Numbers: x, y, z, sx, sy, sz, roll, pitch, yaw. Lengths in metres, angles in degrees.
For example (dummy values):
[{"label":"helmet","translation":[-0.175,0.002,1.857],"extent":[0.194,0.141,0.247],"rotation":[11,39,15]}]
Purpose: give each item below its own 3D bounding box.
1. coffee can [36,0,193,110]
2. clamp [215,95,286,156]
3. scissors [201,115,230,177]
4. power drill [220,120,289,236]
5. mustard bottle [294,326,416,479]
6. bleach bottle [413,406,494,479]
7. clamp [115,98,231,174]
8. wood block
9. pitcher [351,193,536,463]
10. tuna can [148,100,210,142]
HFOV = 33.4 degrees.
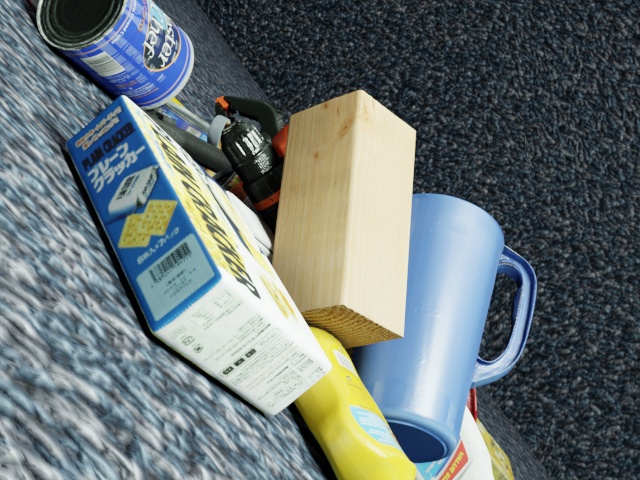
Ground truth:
[{"label":"coffee can","translation":[-0.206,-0.208,1.089],"extent":[0.103,0.103,0.140],"rotation":[55,7,27]},{"label":"clamp","translation":[-0.074,-0.102,1.316],"extent":[0.210,0.164,0.036],"rotation":[42,2,32]},{"label":"scissors","translation":[-0.124,-0.067,1.221],"extent":[0.016,0.096,0.202],"rotation":[22,-29,7]},{"label":"power drill","translation":[-0.027,-0.062,1.087],"extent":[0.184,0.057,0.187],"rotation":[56,20,-15]},{"label":"mustard bottle","translation":[0.028,0.159,0.869],"extent":[0.096,0.058,0.192],"rotation":[43,10,-50]},{"label":"bleach bottle","translation":[0.131,0.214,1.116],"extent":[0.251,0.102,0.068],"rotation":[56,2,41]},{"label":"clamp","translation":[-0.169,-0.112,1.068],"extent":[0.120,0.039,0.171],"rotation":[23,-2,26]},{"label":"wood block","translation":[0.021,-0.016,0.960],"extent":[0.090,0.090,0.206],"rotation":[29,57,-43]},{"label":"pitcher","translation":[0.107,0.087,1.030],"extent":[0.144,0.149,0.242],"rotation":[43,48,-37]},{"label":"tuna can","translation":[-0.157,-0.128,1.216],"extent":[0.086,0.034,0.086],"rotation":[33,8,-5]}]
